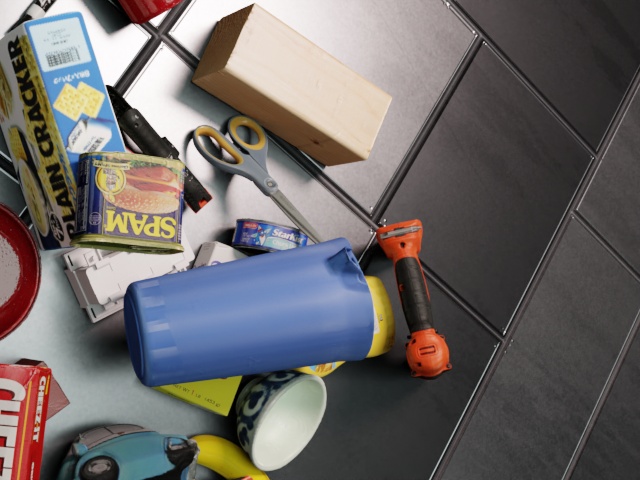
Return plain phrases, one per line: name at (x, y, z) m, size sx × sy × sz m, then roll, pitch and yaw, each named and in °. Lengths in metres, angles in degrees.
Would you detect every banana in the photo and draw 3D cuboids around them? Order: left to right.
banana at (-0.092, 0.282, 1.215) m, size 0.069 × 0.037 × 0.197 m, roll -41°, pitch 108°, yaw 2°

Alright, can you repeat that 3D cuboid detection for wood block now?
wood block at (-0.032, -0.176, 1.244) m, size 0.205 × 0.091 × 0.090 m, roll 31°, pitch 73°, yaw -27°

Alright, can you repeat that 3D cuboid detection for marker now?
marker at (-0.287, -0.257, 1.130) m, size 0.020 × 0.020 × 0.121 m, roll 42°, pitch 67°, yaw -23°

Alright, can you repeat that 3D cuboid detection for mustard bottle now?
mustard bottle at (-0.002, 0.112, 1.264) m, size 0.191 × 0.058 × 0.096 m, roll -18°, pitch 102°, yaw -32°

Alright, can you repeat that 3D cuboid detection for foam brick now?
foam brick at (-0.295, 0.153, 1.067) m, size 0.051 × 0.078 × 0.053 m, roll -34°, pitch 105°, yaw -27°

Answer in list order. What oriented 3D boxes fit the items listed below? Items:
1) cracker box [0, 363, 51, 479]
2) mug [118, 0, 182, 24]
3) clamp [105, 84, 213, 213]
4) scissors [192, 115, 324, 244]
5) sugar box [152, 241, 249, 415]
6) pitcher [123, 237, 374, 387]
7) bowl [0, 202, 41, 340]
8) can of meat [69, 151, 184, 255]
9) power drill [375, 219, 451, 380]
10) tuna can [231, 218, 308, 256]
cracker box at (-0.367, 0.187, 0.973) m, size 0.213 × 0.072 × 0.164 m, roll 6°, pitch 83°, yaw -3°
mug at (-0.180, -0.289, 1.146) m, size 0.093 × 0.117 × 0.081 m, roll -49°, pitch 117°, yaw -38°
clamp at (-0.172, -0.093, 1.141) m, size 0.039 × 0.120 × 0.171 m, roll -42°, pitch 114°, yaw 2°
scissors at (-0.054, -0.076, 1.215) m, size 0.202 × 0.016 × 0.096 m, roll 36°, pitch 50°, yaw 6°
sugar box at (-0.118, 0.098, 1.200) m, size 0.093 × 0.048 × 0.176 m, roll 28°, pitch 74°, yaw -28°
pitcher at (-0.077, 0.085, 1.112) m, size 0.242 × 0.145 × 0.149 m, roll -9°, pitch 100°, yaw -18°
bowl at (-0.347, 0.030, 1.055) m, size 0.161 × 0.055 × 0.162 m, roll 2°, pitch 86°, yaw -32°
can of meat at (-0.174, -0.033, 0.978) m, size 0.101 × 0.058 × 0.084 m, roll 7°, pitch 81°, yaw -33°
power drill at (0.117, 0.078, 1.305) m, size 0.057 × 0.184 × 0.188 m, roll -14°, pitch 78°, yaw 2°
tuna can at (-0.058, 0.001, 1.220) m, size 0.086 × 0.086 × 0.034 m, roll 17°, pitch 80°, yaw -30°
